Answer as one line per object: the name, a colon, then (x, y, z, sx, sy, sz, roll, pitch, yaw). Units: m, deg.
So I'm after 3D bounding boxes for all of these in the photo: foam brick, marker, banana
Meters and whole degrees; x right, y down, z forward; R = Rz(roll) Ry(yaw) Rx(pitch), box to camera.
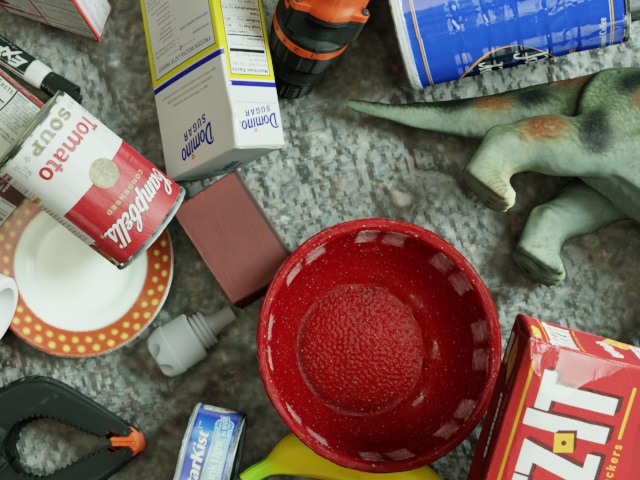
foam brick: (-0.055, 0.001, 0.719, 0.051, 0.053, 0.078, -33, 82, -2)
marker: (-0.220, -0.131, 0.757, 0.121, 0.020, 0.020, 34, 86, 6)
banana: (0.048, 0.173, 0.703, 0.198, 0.037, 0.069, 27, 83, 4)

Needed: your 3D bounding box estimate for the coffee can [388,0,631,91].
coffee can: (0.117, -0.161, 0.685, 0.140, 0.102, 0.103, -12, 83, 10)

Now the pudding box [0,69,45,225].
pudding box: (-0.237, -0.060, 0.731, 0.090, 0.039, 0.113, 39, 84, 23)

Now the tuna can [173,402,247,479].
tuna can: (-0.072, 0.150, 0.687, 0.034, 0.086, 0.086, 12, 84, 2)

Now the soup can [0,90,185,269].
soup can: (-0.147, -0.039, 0.681, 0.102, 0.069, 0.068, 40, 86, -17)

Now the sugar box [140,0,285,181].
sugar box: (-0.077, -0.135, 0.715, 0.048, 0.094, 0.176, -7, 84, -38)

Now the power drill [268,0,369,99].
power drill: (0.003, -0.206, 0.701, 0.057, 0.185, 0.187, 8, 65, -16)

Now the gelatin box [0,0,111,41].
gelatin box: (-0.188, -0.172, 0.725, 0.073, 0.089, 0.030, 17, 83, 4)

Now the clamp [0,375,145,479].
clamp: (-0.225, 0.150, 0.716, 0.210, 0.036, 0.164, 3, 81, 4)

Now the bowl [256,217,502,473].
bowl: (0.033, 0.069, 0.695, 0.162, 0.055, 0.162, 2, 79, -13)
